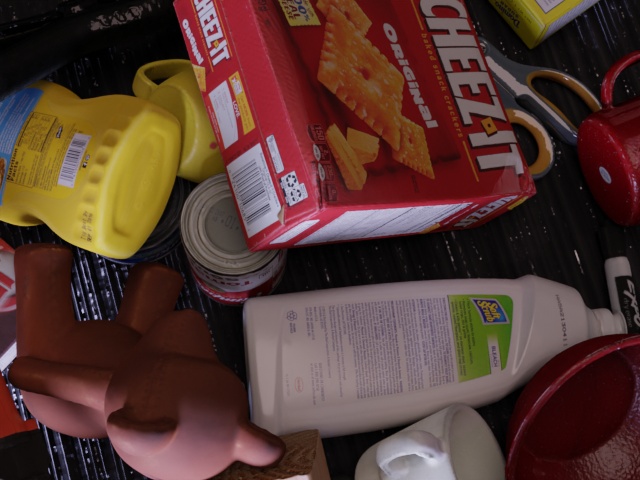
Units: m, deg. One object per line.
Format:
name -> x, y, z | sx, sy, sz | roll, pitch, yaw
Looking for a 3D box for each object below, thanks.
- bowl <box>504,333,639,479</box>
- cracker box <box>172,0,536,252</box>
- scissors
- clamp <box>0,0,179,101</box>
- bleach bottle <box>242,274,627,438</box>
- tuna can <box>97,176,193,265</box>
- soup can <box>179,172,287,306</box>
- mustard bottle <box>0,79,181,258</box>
bowl -> 0.176, 0.118, 0.674 | 0.162, 0.055, 0.162 | -8, 116, -17
cracker box -> 0.029, -0.087, 0.674 | 0.213, 0.072, 0.164 | -6, 73, -44
scissors -> 0.110, -0.118, 0.772 | 0.202, 0.016, 0.096 | 32, 77, 5
clamp -> -0.161, -0.140, 0.714 | 0.209, 0.165, 0.036 | -23, 117, -17
bleach bottle -> 0.077, 0.077, 0.701 | 0.250, 0.068, 0.102 | -4, 78, -6
tuna can -> -0.129, -0.028, 0.731 | 0.086, 0.034, 0.086 | 1, 76, -2
soup can -> -0.055, 0.001, 0.692 | 0.068, 0.102, 0.068 | 1, 77, -3
mustard bottle -> -0.179, -0.054, 0.689 | 0.192, 0.058, 0.096 | 15, 86, 36
